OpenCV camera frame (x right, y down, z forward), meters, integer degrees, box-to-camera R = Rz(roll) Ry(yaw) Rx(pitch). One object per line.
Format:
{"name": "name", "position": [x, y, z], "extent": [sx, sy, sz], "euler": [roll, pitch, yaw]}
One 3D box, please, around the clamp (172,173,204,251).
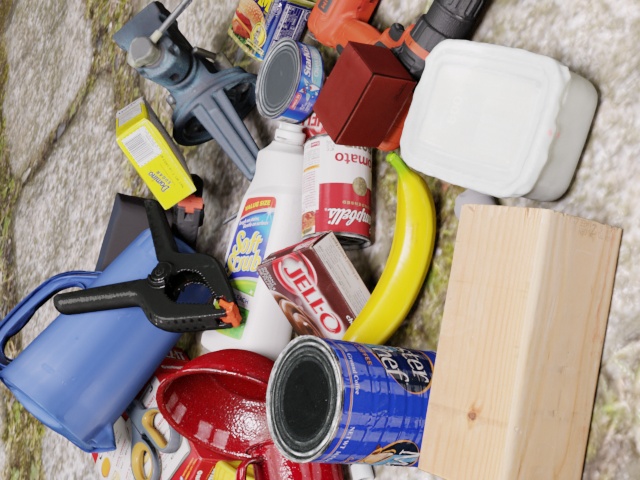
{"name": "clamp", "position": [-0.154, -0.021, 1.243], "extent": [0.171, 0.039, 0.120], "euler": [-167, 78, -85]}

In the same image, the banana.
{"name": "banana", "position": [0.064, 0.023, 0.952], "extent": [0.037, 0.069, 0.198], "euler": [-158, 81, -72]}

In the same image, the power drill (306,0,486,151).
{"name": "power drill", "position": [0.067, -0.205, 1.016], "extent": [0.185, 0.057, 0.188], "euler": [-58, 41, 27]}

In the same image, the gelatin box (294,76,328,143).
{"name": "gelatin box", "position": [-0.003, -0.135, 1.116], "extent": [0.089, 0.030, 0.073], "euler": [22, 99, 54]}

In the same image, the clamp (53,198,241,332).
{"name": "clamp", "position": [-0.171, 0.049, 1.108], "extent": [0.210, 0.036, 0.164], "euler": [29, 66, 37]}

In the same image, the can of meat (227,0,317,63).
{"name": "can of meat", "position": [-0.056, -0.251, 1.198], "extent": [0.102, 0.057, 0.084], "euler": [52, 125, 47]}

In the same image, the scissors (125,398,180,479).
{"name": "scissors", "position": [-0.213, 0.210, 1.203], "extent": [0.202, 0.016, 0.096], "euler": [16, 91, 55]}

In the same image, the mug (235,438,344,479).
{"name": "mug", "position": [-0.028, 0.227, 0.987], "extent": [0.093, 0.117, 0.081], "euler": [-29, 63, 42]}

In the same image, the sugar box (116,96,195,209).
{"name": "sugar box", "position": [-0.184, -0.099, 1.172], "extent": [0.048, 0.093, 0.176], "euler": [-34, 18, -3]}

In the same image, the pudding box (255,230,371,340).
{"name": "pudding box", "position": [0.002, 0.054, 1.006], "extent": [0.090, 0.039, 0.113], "euler": [-22, 105, 50]}

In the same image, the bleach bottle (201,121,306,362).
{"name": "bleach bottle", "position": [-0.057, 0.001, 1.109], "extent": [0.103, 0.067, 0.251], "euler": [20, 101, 52]}

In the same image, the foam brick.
{"name": "foam brick", "position": [0.039, -0.129, 0.955], "extent": [0.078, 0.052, 0.051], "euler": [-59, 47, 31]}

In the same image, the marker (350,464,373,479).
{"name": "marker", "position": [0.028, 0.169, 1.004], "extent": [0.020, 0.020, 0.121], "euler": [-42, 50, 40]}

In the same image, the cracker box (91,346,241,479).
{"name": "cracker box", "position": [-0.179, 0.244, 1.223], "extent": [0.164, 0.072, 0.214], "euler": [-62, 38, 19]}

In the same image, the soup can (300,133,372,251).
{"name": "soup can", "position": [0.016, -0.046, 1.036], "extent": [0.069, 0.068, 0.102], "euler": [-15, 68, 51]}

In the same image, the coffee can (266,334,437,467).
{"name": "coffee can", "position": [0.040, 0.137, 0.892], "extent": [0.103, 0.140, 0.103], "euler": [-19, 66, 50]}

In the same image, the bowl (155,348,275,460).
{"name": "bowl", "position": [-0.080, 0.157, 1.066], "extent": [0.162, 0.162, 0.055], "euler": [-35, 27, 44]}

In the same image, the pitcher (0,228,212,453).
{"name": "pitcher", "position": [-0.237, 0.099, 1.185], "extent": [0.145, 0.149, 0.242], "euler": [11, 56, 51]}

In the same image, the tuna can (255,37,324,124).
{"name": "tuna can", "position": [-0.032, -0.165, 1.107], "extent": [0.086, 0.033, 0.086], "euler": [-25, 60, 52]}

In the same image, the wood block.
{"name": "wood block", "position": [0.149, 0.082, 0.803], "extent": [0.091, 0.090, 0.206], "euler": [8, 87, 53]}
